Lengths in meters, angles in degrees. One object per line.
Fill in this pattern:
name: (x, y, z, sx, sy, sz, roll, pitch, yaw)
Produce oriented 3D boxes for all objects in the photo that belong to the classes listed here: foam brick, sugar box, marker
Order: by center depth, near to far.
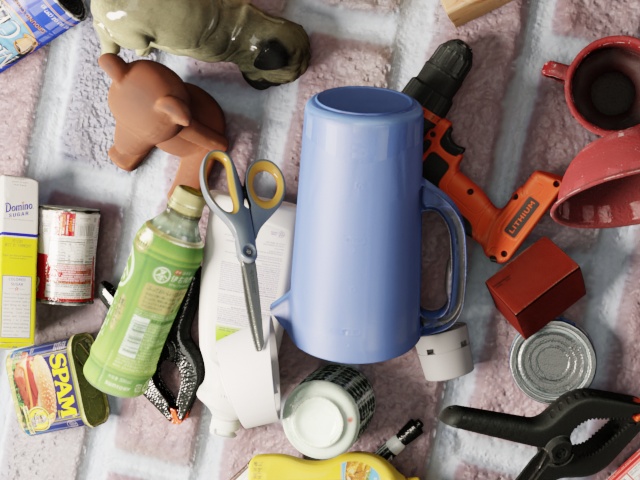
foam brick: (0.208, 0.045, 1.032, 0.078, 0.051, 0.053, -37, 50, -2)
marker: (0.060, 0.227, 1.105, 0.121, 0.020, 0.020, -44, 83, 10)
sugar box: (-0.333, 0.025, 1.133, 0.048, 0.094, 0.176, 8, 78, -32)

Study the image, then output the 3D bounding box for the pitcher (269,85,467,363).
pitcher: (0.047, -0.016, 1.005, 0.145, 0.149, 0.243, 29, 125, 45)

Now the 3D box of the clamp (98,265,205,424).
clamp: (-0.177, 0.111, 1.144, 0.120, 0.039, 0.171, -2, 92, 18)

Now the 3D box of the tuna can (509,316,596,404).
tuna can: (0.230, 0.118, 1.055, 0.086, 0.033, 0.086, 0, 92, 13)

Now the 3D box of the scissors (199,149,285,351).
scissors: (-0.057, 0.001, 1.033, 0.096, 0.016, 0.202, -16, 77, -30)

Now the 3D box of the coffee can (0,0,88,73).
coffee can: (-0.334, -0.242, 1.132, 0.140, 0.102, 0.103, -29, 86, 12)

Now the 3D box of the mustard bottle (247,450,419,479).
mustard bottle: (0.025, 0.260, 1.071, 0.191, 0.058, 0.096, -2, 84, 2)

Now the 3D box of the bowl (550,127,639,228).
bowl: (0.289, -0.062, 0.981, 0.162, 0.162, 0.055, -10, 73, 13)

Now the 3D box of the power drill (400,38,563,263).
power drill: (0.146, -0.081, 1.056, 0.188, 0.057, 0.184, 36, 103, 12)

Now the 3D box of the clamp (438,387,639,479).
clamp: (0.216, 0.190, 1.023, 0.210, 0.036, 0.164, -27, 115, -4)

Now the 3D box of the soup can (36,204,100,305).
soup can: (-0.274, 0.015, 1.146, 0.068, 0.068, 0.102, 6, 93, 12)

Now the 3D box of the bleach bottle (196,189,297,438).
bleach bottle: (-0.087, 0.079, 1.106, 0.102, 0.068, 0.251, 10, 96, -3)

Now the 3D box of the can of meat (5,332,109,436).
can of meat: (-0.287, 0.158, 1.161, 0.084, 0.057, 0.102, -13, 89, 15)

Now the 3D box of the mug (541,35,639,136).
mug: (0.267, -0.145, 1.012, 0.117, 0.081, 0.093, 17, 96, 11)
